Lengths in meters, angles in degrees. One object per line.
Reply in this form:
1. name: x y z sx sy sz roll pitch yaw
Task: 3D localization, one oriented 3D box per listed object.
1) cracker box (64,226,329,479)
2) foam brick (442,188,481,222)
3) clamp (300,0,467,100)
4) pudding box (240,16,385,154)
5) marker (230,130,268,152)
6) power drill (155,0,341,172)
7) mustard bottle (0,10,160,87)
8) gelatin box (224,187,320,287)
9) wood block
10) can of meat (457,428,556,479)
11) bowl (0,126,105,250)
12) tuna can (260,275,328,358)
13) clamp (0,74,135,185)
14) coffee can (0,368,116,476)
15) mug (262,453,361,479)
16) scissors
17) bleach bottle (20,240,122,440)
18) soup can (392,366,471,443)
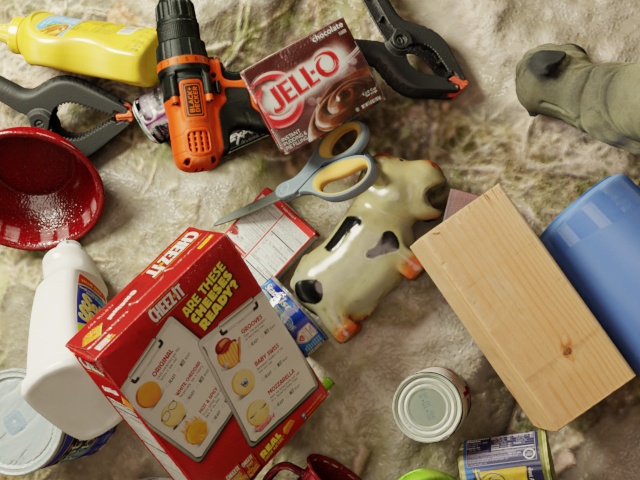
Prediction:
1. cracker box: -0.107 0.120 0.983 0.072 0.213 0.164 11 49 50
2. foam brick: 0.147 -0.006 1.057 0.051 0.053 0.078 14 90 13
3. clamp: 0.065 -0.190 1.071 0.171 0.039 0.120 40 73 1
4. pudding box: -0.008 -0.148 1.023 0.113 0.039 0.090 -30 103 -4
5. marker: -0.082 -0.109 1.131 0.121 0.020 0.020 -23 81 10
6. power drill: -0.070 -0.165 1.075 0.187 0.057 0.184 -7 84 -16
7. mustard bottle: -0.258 -0.208 1.138 0.192 0.096 0.058 12 117 13
8. gelatin box: -0.057 0.001 1.112 0.073 0.030 0.089 43 95 10
9. wood block: 0.180 0.062 0.974 0.091 0.090 0.206 -34 86 -4
10. can of meat: 0.182 0.233 1.016 0.084 0.057 0.102 -11 114 13
11. bowl: -0.308 -0.065 1.132 0.162 0.162 0.055 -19 41 10
12. tuna can: -0.032 0.078 1.070 0.033 0.086 0.086 -42 79 -6
13. clamp: -0.306 -0.138 1.151 0.210 0.036 0.164 -10 112 8
14. coffee can: -0.279 0.179 1.090 0.103 0.140 0.103 -1 86 12
15. mug: -0.008 0.264 1.048 0.117 0.093 0.081 35 98 -9
16. scissors: -0.024 -0.067 1.070 0.202 0.016 0.096 -7 59 38
17. bleach bottle: -0.248 0.077 1.059 0.068 0.102 0.251 -32 38 8
18. soup can: 0.108 0.157 1.028 0.068 0.102 0.068 -1 86 12
